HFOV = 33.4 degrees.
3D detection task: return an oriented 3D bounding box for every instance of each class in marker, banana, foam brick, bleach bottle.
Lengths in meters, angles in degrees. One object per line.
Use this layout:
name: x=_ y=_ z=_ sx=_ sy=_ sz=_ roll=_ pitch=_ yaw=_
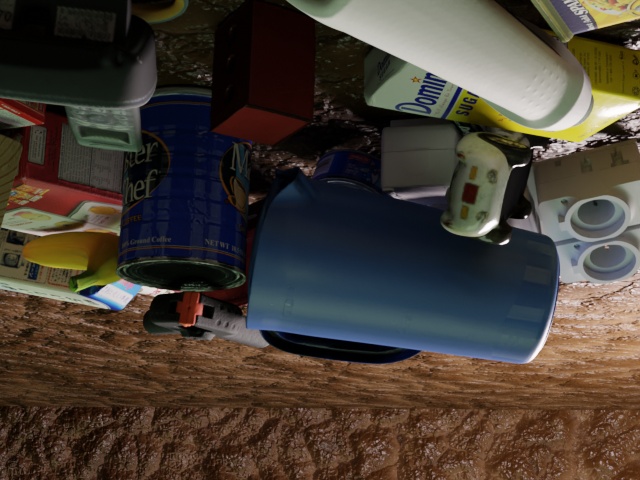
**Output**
marker: x=0.121 y=-0.094 z=0.858 sx=0.020 sy=0.020 sz=0.121 roll=-5 pitch=163 yaw=22
banana: x=-0.204 y=0.012 z=0.918 sx=0.069 sy=0.037 sz=0.198 roll=-4 pitch=-173 yaw=-26
foam brick: x=-0.038 y=-0.111 z=0.708 sx=0.051 sy=0.078 sz=0.053 roll=11 pitch=160 yaw=-29
bleach bottle: x=0.077 y=-0.121 z=0.609 sx=0.250 sy=0.103 sz=0.068 roll=19 pitch=112 yaw=-45

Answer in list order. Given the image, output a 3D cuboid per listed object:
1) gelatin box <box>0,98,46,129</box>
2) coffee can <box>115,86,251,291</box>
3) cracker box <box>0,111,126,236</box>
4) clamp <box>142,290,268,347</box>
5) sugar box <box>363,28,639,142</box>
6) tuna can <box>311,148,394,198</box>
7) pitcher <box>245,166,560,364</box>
gelatin box: x=-0.267 y=-0.110 z=0.819 sx=0.089 sy=0.030 sz=0.073 roll=-4 pitch=164 yaw=25
coffee can: x=-0.107 y=-0.039 z=0.852 sx=0.103 sy=0.140 sz=0.103 roll=2 pitch=164 yaw=0
cracker box: x=-0.203 y=-0.047 z=0.961 sx=0.213 sy=0.072 sz=0.164 roll=13 pitch=162 yaw=-38
clamp: x=-0.113 y=0.067 z=0.921 sx=0.120 sy=0.039 sz=0.171 roll=0 pitch=166 yaw=9
sugar box: x=0.127 y=-0.113 z=0.743 sx=0.176 sy=0.048 sz=0.093 roll=5 pitch=164 yaw=-16
tuna can: x=0.032 y=-0.042 z=0.963 sx=0.086 sy=0.033 sz=0.086 roll=16 pitch=148 yaw=10
pitcher: x=0.062 y=0.035 z=0.877 sx=0.243 sy=0.145 sz=0.149 roll=11 pitch=173 yaw=-1
